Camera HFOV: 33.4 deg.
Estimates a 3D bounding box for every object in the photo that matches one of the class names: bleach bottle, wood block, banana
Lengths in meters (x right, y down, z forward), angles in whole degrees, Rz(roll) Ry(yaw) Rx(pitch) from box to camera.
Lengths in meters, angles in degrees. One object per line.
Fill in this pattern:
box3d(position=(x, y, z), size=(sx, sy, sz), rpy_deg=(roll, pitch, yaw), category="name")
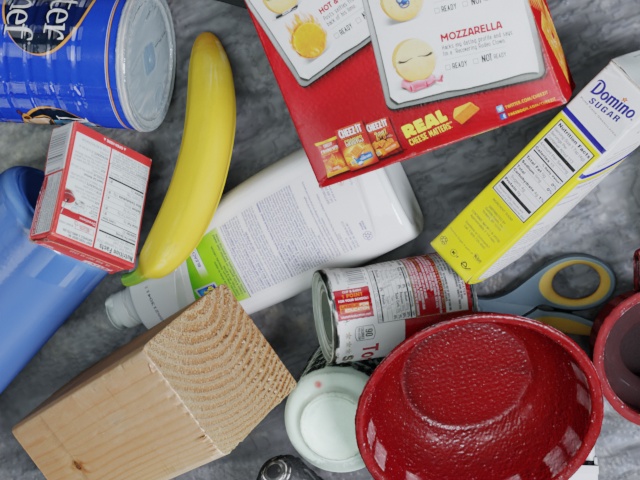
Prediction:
box3d(position=(-0.055, 0.001, 0.793), size=(0.251, 0.068, 0.102), rpy_deg=(-24, 93, 19), category="bleach bottle")
box3d(position=(-0.127, 0.121, 0.777), size=(0.207, 0.090, 0.091), rpy_deg=(-31, 96, 44), category="wood block")
box3d(position=(-0.095, -0.054, 0.767), size=(0.070, 0.037, 0.198), rpy_deg=(18, 88, 34), category="banana")

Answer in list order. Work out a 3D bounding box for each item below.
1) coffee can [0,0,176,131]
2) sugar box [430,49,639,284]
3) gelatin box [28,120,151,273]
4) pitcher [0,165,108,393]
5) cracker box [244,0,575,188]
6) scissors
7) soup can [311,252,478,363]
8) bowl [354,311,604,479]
box3d(position=(-0.187, -0.133, 0.769), size=(0.140, 0.102, 0.103), rpy_deg=(4, 103, 11), category="coffee can")
box3d(position=(0.156, -0.048, 0.692), size=(0.048, 0.093, 0.176), rpy_deg=(48, 125, 14), category="sugar box")
box3d(position=(-0.162, -0.029, 0.758), size=(0.030, 0.073, 0.089), rpy_deg=(-10, 64, 40), category="gelatin box")
box3d(position=(-0.281, 0.051, 0.824), size=(0.243, 0.145, 0.149), rpy_deg=(-43, 122, 14), category="pitcher")
box3d(position=(0.041, -0.160, 0.650), size=(0.164, 0.072, 0.213), rpy_deg=(-18, 99, 22), category="cracker box")
box3d(position=(0.127, 0.035, 0.784), size=(0.202, 0.016, 0.096), rpy_deg=(21, 104, 7), category="scissors")
box3d(position=(0.050, 0.046, 0.742), size=(0.102, 0.068, 0.068), rpy_deg=(-8, 102, -11), category="soup can")
box3d(position=(0.101, 0.105, 0.708), size=(0.162, 0.055, 0.162), rpy_deg=(-1, 118, -2), category="bowl")
